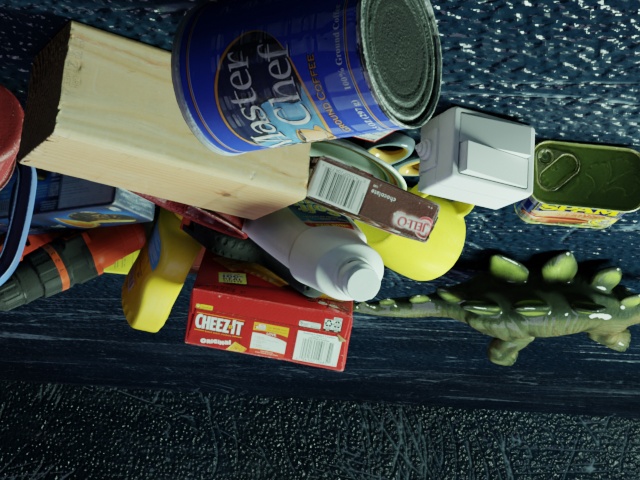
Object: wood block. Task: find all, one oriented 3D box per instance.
[{"bbox_3d":[-0.118,-0.087,0.834,0.205,0.090,0.091,14,162,-30],"label":"wood block"}]

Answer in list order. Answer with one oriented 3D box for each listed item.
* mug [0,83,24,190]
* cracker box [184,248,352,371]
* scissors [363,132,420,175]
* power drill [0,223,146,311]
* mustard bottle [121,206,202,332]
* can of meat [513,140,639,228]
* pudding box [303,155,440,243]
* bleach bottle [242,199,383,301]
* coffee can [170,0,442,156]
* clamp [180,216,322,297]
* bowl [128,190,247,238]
[{"bbox_3d":[-0.303,-0.096,0.894,0.117,0.093,0.082,45,150,-8],"label":"mug"},{"bbox_3d":[-0.048,0.048,1.145,0.164,0.072,0.213,10,-158,-2],"label":"cracker box"},{"bbox_3d":[0.042,-0.069,0.999,0.096,0.016,0.202,20,159,-40],"label":"scissors"},{"bbox_3d":[-0.304,0.019,1.176,0.184,0.057,0.188,-26,-161,-28],"label":"power drill"},{"bbox_3d":[-0.165,0.009,1.176,0.058,0.096,0.192,15,133,-19],"label":"mustard bottle"},{"bbox_3d":[0.226,-0.047,0.944,0.102,0.057,0.084,5,168,1],"label":"can of meat"},{"bbox_3d":[0.034,-0.035,0.900,0.113,0.039,0.090,23,178,-13],"label":"pudding box"},{"bbox_3d":[-0.003,-0.001,0.954,0.102,0.068,0.251,12,-167,-25],"label":"bleach bottle"},{"bbox_3d":[-0.009,-0.112,0.674,0.141,0.103,0.102,-5,163,33],"label":"coffee can"},{"bbox_3d":[-0.057,0.001,1.102,0.171,0.039,0.120,26,-163,11],"label":"clamp"},{"bbox_3d":[-0.129,-0.059,0.959,0.162,0.055,0.162,24,175,2],"label":"bowl"}]
